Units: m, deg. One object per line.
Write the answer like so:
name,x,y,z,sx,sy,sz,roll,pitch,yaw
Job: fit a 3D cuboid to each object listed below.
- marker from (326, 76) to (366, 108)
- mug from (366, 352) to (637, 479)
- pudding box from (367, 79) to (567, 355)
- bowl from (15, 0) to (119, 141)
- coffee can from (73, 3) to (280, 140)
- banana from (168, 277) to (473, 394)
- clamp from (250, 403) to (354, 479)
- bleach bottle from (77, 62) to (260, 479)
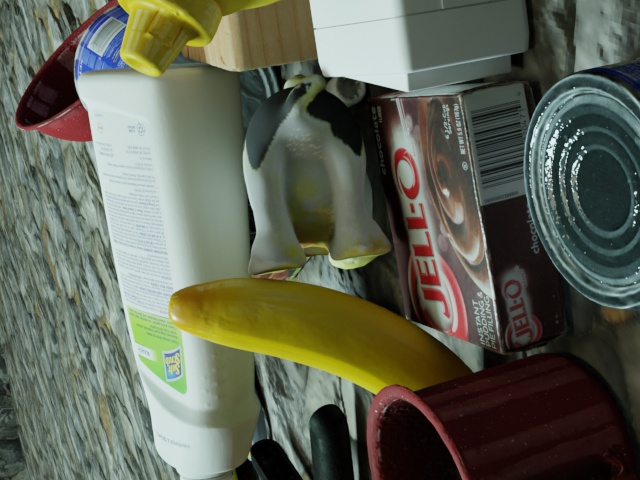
marker,-0.005,-0.075,0.627,0.121,0.020,0.020,-19,85,68
mug,0.081,0.095,0.439,0.117,0.081,0.093,-7,96,68
pudding box,0.063,-0.013,0.475,0.090,0.039,0.113,-166,65,-66
bowl,-0.169,-0.132,0.861,0.055,0.162,0.162,46,174,-31
coffee can,-0.101,-0.104,0.726,0.140,0.102,0.103,36,135,57
banana,0.023,0.065,0.502,0.197,0.070,0.037,38,-171,-21
clamp,0.014,0.214,0.722,0.210,0.036,0.165,66,156,18
bleach bottle,-0.079,0.028,0.604,0.103,0.067,0.251,13,110,53
